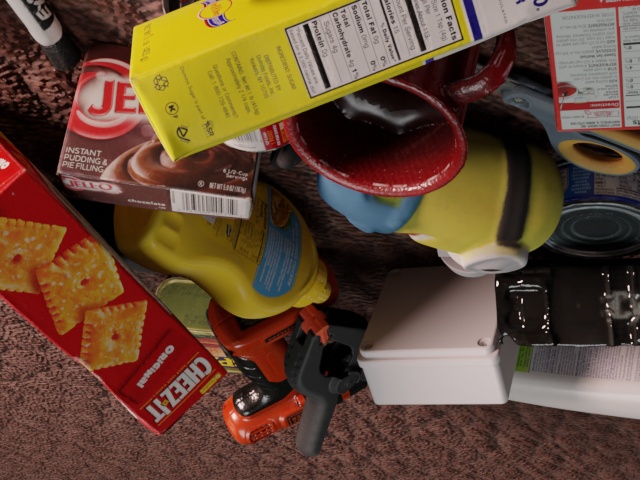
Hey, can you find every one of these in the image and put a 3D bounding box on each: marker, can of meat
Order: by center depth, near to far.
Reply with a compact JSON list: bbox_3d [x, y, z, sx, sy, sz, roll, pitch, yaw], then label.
[{"bbox_3d":[-0.162,-0.132,0.584,0.020,0.020,0.121,1,154,14],"label":"marker"},{"bbox_3d":[-0.097,0.076,0.962,0.102,0.057,0.084,5,152,5],"label":"can of meat"}]

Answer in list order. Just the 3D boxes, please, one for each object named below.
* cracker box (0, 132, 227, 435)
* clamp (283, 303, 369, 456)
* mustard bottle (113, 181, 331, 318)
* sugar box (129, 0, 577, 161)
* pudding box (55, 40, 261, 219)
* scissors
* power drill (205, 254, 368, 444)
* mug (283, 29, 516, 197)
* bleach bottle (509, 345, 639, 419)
[{"bbox_3d":[-0.176,0.016,0.698,0.164,0.072,0.213,36,167,48],"label":"cracker box"},{"bbox_3d":[0.007,0.113,0.868,0.039,0.120,0.171,40,172,39],"label":"clamp"},{"bbox_3d":[-0.055,0.001,0.743,0.058,0.096,0.191,-15,147,35],"label":"mustard bottle"},{"bbox_3d":[0.008,-0.096,0.454,0.176,0.093,0.048,-24,116,2],"label":"sugar box"},{"bbox_3d":[-0.089,-0.064,0.625,0.113,0.090,0.039,9,156,-4],"label":"pudding box"},{"bbox_3d":[0.119,-0.077,0.623,0.201,0.016,0.096,17,164,0],"label":"scissors"},{"bbox_3d":[-0.011,0.089,0.910,0.184,0.057,0.187,-28,144,-9],"label":"power drill"},{"bbox_3d":[0.045,-0.084,0.539,0.117,0.081,0.093,-14,136,39],"label":"mug"},{"bbox_3d":[0.187,0.085,0.874,0.251,0.102,0.068,5,149,25],"label":"bleach bottle"}]
